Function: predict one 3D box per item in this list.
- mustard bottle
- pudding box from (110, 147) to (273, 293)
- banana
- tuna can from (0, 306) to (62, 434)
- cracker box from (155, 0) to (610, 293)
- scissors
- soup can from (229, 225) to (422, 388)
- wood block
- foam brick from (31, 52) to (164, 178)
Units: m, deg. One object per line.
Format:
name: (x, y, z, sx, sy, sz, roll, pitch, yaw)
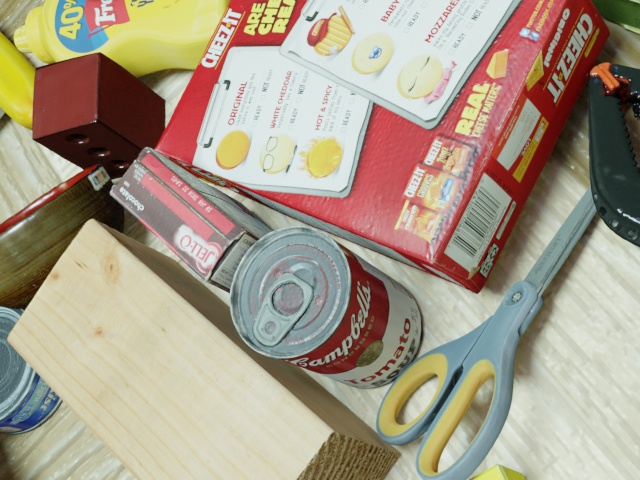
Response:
mustard bottle: (-0.131, -0.153, 0.730, 0.192, 0.058, 0.096, -6, 62, 27)
pudding box: (-0.054, 0.001, 0.608, 0.090, 0.113, 0.039, 40, 95, 32)
banana: (-0.236, -0.126, 0.771, 0.037, 0.069, 0.198, -48, 61, 3)
tuna can: (-0.209, 0.084, 0.709, 0.086, 0.033, 0.086, -9, 70, 25)
cracker box: (0.029, -0.083, 0.608, 0.214, 0.072, 0.164, 23, 84, 37)
scissors: (0.091, 0.040, 0.571, 0.096, 0.016, 0.201, -7, 48, 54)
soup can: (0.006, 0.039, 0.570, 0.069, 0.102, 0.068, -9, 70, 25)
wood block: (-0.070, 0.087, 0.602, 0.206, 0.090, 0.090, 37, 93, 31)
foam brick: (-0.145, -0.080, 0.703, 0.053, 0.078, 0.051, -10, 68, 24)
